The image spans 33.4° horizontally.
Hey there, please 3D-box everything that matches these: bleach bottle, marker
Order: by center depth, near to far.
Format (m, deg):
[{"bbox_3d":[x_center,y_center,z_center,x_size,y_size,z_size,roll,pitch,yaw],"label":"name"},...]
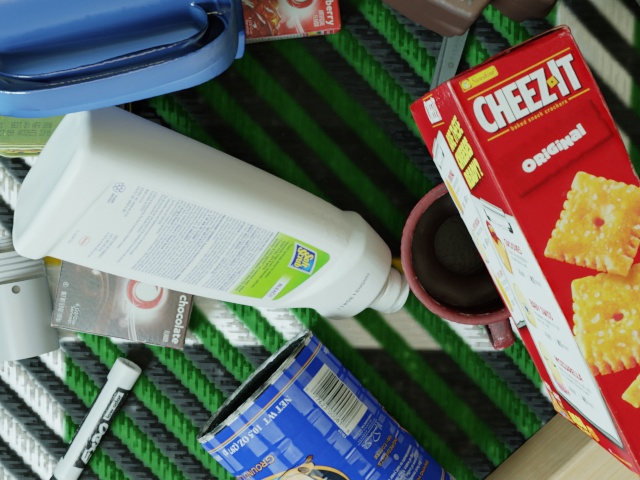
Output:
[{"bbox_3d":[-0.054,0.001,0.669,0.250,0.068,0.103,22,128,-29],"label":"bleach bottle"},{"bbox_3d":[-0.161,0.137,0.735,0.020,0.020,0.121,31,93,-2],"label":"marker"}]

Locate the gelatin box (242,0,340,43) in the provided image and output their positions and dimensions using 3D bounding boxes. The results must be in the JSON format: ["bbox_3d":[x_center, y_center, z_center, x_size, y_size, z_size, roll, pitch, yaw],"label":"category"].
[{"bbox_3d":[-0.027,-0.179,0.708,0.073,0.030,0.089,-6,94,0],"label":"gelatin box"}]

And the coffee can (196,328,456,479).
[{"bbox_3d":[0.005,0.142,0.693,0.103,0.103,0.140,-44,93,3],"label":"coffee can"}]

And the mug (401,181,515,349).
[{"bbox_3d":[0.100,0.015,0.695,0.093,0.081,0.117,-23,93,1],"label":"mug"}]

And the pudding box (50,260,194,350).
[{"bbox_3d":[-0.124,0.010,0.716,0.090,0.039,0.113,11,94,-2],"label":"pudding box"}]

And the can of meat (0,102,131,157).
[{"bbox_3d":[-0.179,-0.083,0.688,0.102,0.084,0.057,0,94,0],"label":"can of meat"}]

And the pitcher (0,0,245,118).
[{"bbox_3d":[-0.166,-0.130,0.585,0.242,0.149,0.145,-17,97,-10],"label":"pitcher"}]

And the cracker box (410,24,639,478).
[{"bbox_3d":[0.132,0.003,0.570,0.072,0.164,0.214,-26,93,0],"label":"cracker box"}]
